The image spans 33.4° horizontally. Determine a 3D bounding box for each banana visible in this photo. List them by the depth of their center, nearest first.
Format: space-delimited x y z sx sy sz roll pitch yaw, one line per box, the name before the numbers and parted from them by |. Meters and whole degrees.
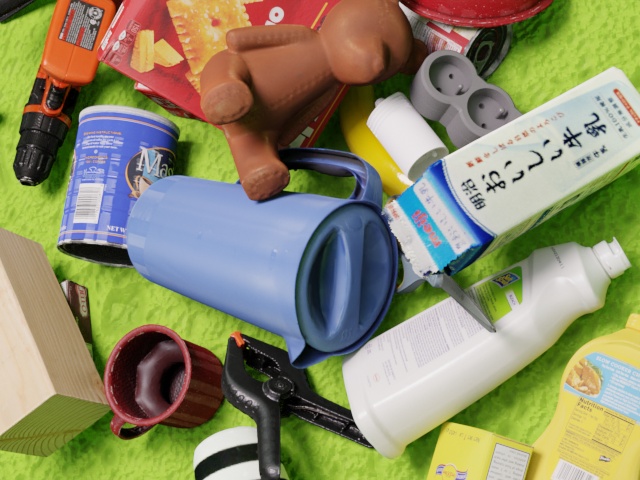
banana | 0.064 -0.089 0.992 0.070 0.037 0.198 -33 63 14

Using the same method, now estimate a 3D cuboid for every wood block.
wood block | -0.295 0.095 1.031 0.090 0.090 0.206 -37 62 11

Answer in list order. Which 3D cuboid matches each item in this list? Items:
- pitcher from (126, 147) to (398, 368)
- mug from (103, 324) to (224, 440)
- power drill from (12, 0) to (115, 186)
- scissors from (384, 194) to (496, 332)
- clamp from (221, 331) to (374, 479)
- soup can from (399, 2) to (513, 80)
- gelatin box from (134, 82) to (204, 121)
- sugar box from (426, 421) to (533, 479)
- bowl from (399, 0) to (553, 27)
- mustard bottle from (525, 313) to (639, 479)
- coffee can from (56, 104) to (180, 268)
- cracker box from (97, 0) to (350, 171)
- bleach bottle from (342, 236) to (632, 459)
pitcher | -0.056 0.001 0.957 0.243 0.149 0.145 14 126 40
mug | -0.148 0.141 0.998 0.093 0.081 0.117 40 93 29
power drill | -0.270 -0.162 1.102 0.188 0.057 0.184 146 137 -61
scissors | 0.091 0.040 0.897 0.202 0.016 0.096 -115 32 -46
clamp | -0.042 0.146 0.939 0.172 0.120 0.039 36 126 33
soup can | 0.116 -0.197 0.982 0.102 0.068 0.068 39 93 30
gelatin box | -0.132 -0.146 1.082 0.089 0.073 0.030 12 80 28
sugar box | 0.107 0.236 0.842 0.048 0.093 0.176 22 80 -15
bowl | 0.138 -0.260 0.953 0.162 0.055 0.162 0 49 0
mustard bottle | 0.231 0.133 0.833 0.096 0.058 0.191 23 86 34
coffee can | -0.201 -0.052 1.069 0.103 0.102 0.140 0 75 25
cracker box | -0.072 -0.186 0.978 0.164 0.213 0.072 -57 18 13
bleach bottle | 0.140 0.077 0.879 0.251 0.068 0.102 -31 33 12
